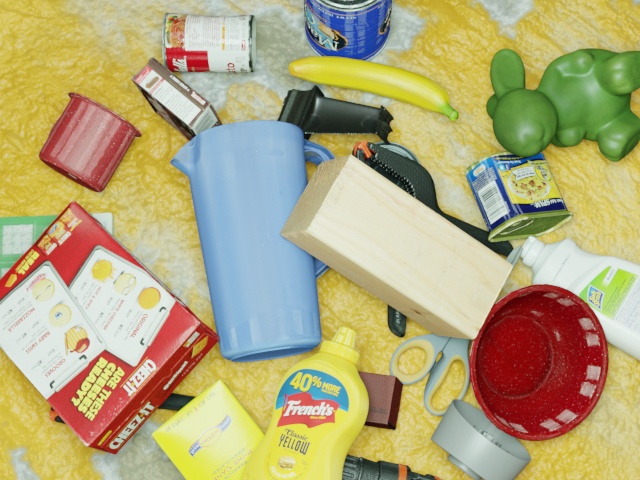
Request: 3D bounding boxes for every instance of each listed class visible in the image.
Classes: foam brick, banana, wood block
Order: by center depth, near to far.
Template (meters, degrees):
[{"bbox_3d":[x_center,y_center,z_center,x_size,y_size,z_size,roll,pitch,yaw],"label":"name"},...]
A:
[{"bbox_3d":[0.076,0.009,1.078,0.206,0.091,0.090,33,78,-16],"label":"wood block"},{"bbox_3d":[0.042,0.166,1.120,0.078,0.051,0.053,8,76,14],"label":"foam brick"},{"bbox_3d":[0.063,-0.181,1.213,0.198,0.069,0.037,14,107,1],"label":"banana"}]

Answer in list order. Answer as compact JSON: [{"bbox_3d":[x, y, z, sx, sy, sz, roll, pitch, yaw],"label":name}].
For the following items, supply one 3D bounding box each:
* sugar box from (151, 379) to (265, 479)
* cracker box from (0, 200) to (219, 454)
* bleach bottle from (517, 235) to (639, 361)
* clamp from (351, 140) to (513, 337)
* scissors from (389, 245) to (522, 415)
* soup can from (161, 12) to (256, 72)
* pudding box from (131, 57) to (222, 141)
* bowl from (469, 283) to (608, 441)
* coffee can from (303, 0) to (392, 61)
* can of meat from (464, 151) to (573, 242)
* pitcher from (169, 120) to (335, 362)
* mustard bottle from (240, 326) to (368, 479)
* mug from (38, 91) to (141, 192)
[{"bbox_3d":[-0.084,0.240,1.100,0.093,0.048,0.176,-39,85,-9],"label":"sugar box"},{"bbox_3d":[-0.235,0.088,1.104,0.214,0.072,0.164,40,86,25],"label":"cracker box"},{"bbox_3d":[0.331,0.064,1.143,0.251,0.068,0.102,31,74,12],"label":"bleach bottle"},{"bbox_3d":[0.106,-0.022,1.156,0.164,0.036,0.210,-28,98,-10],"label":"clamp"},{"bbox_3d":[0.141,0.087,1.150,0.096,0.016,0.202,18,84,12],"label":"scissors"},{"bbox_3d":[-0.127,-0.227,1.229,0.102,0.068,0.068,1,75,1],"label":"soup can"},{"bbox_3d":[-0.154,-0.146,1.184,0.090,0.113,0.039,39,82,11],"label":"pudding box"},{"bbox_3d":[0.217,0.125,1.115,0.162,0.055,0.162,0,90,-18],"label":"bowl"},{"bbox_3d":[0.031,-0.271,1.199,0.103,0.140,0.103,0,75,1],"label":"coffee can"},{"bbox_3d":[0.214,-0.050,1.162,0.101,0.058,0.084,-6,68,-36],"label":"can of meat"},{"bbox_3d":[-0.057,0.001,1.141,0.149,0.144,0.243,-13,78,21],"label":"pitcher"},{"bbox_3d":[-0.004,0.176,1.063,0.096,0.058,0.191,12,71,30],"label":"mustard bottle"},{"bbox_3d":[-0.268,-0.110,1.197,0.117,0.093,0.081,22,80,39],"label":"mug"}]
